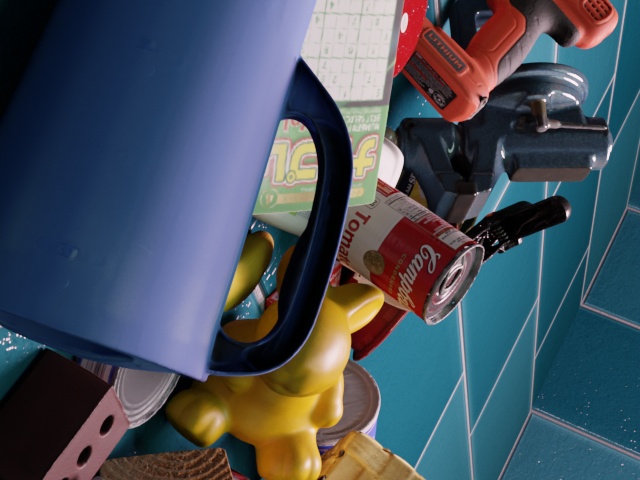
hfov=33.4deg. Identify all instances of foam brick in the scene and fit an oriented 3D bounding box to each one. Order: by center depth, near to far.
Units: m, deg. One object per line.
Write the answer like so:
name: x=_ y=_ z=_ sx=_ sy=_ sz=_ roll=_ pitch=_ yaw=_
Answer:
foam brick: x=-0.154 y=0.113 z=0.610 sx=0.078 sy=0.051 sz=0.053 roll=-56 pitch=157 yaw=-29

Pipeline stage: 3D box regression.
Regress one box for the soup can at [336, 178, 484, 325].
soup can: x=0.058 y=0.005 z=0.774 sx=0.068 sy=0.102 sz=0.068 roll=-42 pitch=153 yaw=-27

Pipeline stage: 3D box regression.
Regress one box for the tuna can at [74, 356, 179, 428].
tuna can: x=-0.119 y=0.074 z=0.682 sx=0.086 sy=0.034 sz=0.086 roll=-51 pitch=154 yaw=-38

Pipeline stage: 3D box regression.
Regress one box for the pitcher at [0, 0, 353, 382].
pitcher: x=-0.069 y=-0.059 z=0.504 sx=0.149 sy=0.145 sz=0.243 roll=31 pitch=75 yaw=-49

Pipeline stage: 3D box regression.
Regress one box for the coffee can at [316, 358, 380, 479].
coffee can: x=0.000 y=0.190 z=0.998 sx=0.102 sy=0.103 sz=0.140 roll=-49 pitch=152 yaw=-41

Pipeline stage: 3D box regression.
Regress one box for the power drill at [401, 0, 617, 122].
power drill: x=0.140 y=-0.205 z=0.908 sx=0.187 sy=0.184 sz=0.057 roll=-41 pitch=177 yaw=-19

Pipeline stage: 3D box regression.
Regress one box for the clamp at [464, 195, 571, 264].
clamp: x=0.162 y=-0.003 z=1.002 sx=0.120 sy=0.039 sz=0.171 roll=-25 pitch=179 yaw=-2
